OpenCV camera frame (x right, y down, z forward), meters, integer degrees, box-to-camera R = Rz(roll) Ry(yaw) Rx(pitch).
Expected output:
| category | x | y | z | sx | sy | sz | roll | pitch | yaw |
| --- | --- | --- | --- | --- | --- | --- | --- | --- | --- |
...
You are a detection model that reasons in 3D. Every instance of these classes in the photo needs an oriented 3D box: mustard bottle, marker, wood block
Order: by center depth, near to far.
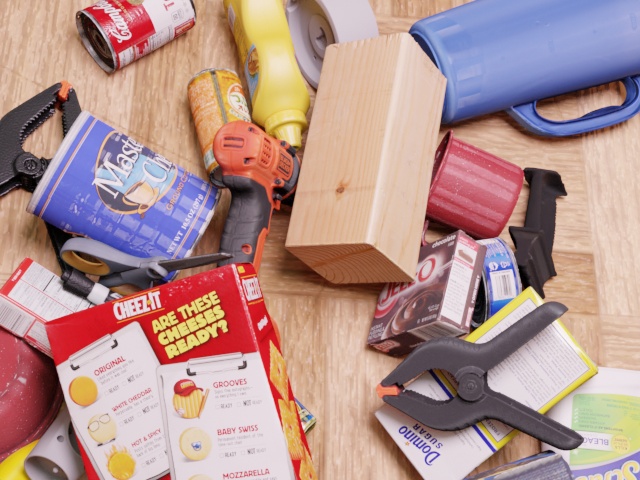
| category | x | y | z | sx | sy | sz | roll | pitch | yaw |
| --- | --- | --- | --- | --- | --- | --- | --- | --- | --- |
| marker | -0.175 | 0.060 | 0.942 | 0.121 | 0.020 | 0.020 | 32 | 63 | -16 |
| wood block | 0.044 | -0.073 | 0.971 | 0.091 | 0.090 | 0.206 | -3 | 65 | 33 |
| mustard bottle | -0.050 | -0.171 | 1.049 | 0.058 | 0.096 | 0.191 | -9 | 67 | -13 |

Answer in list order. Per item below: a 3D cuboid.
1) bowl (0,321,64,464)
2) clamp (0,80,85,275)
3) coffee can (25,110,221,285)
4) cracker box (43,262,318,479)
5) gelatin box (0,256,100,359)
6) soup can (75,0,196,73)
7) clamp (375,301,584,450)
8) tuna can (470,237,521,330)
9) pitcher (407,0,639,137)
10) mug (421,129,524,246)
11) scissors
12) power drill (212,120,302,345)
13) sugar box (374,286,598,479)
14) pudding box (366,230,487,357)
| category | x | y | z | sx | sy | sz | roll | pitch | yaw |
| --- | --- | --- | --- | --- | --- | --- | --- | --- | --- |
| bowl | -0.299 | 0.110 | 0.903 | 0.162 | 0.055 | 0.162 | 3 | 65 | -7 |
| clamp | -0.281 | -0.061 | 0.993 | 0.164 | 0.036 | 0.210 | 13 | 64 | -11 |
| coffee can | -0.173 | -0.036 | 0.945 | 0.140 | 0.103 | 0.102 | 30 | 63 | -11 |
| cracker box | -0.104 | 0.141 | 0.841 | 0.164 | 0.072 | 0.214 | -17 | 87 | 10 |
| gelatin box | -0.233 | 0.062 | 0.918 | 0.089 | 0.030 | 0.073 | 34 | 23 | -10 |
| soup can | -0.184 | -0.221 | 1.069 | 0.102 | 0.068 | 0.068 | -34 | 74 | -22 |
| clamp | 0.135 | 0.126 | 0.883 | 0.172 | 0.039 | 0.120 | -16 | 81 | 20 |
| tuna can | 0.154 | 0.041 | 0.985 | 0.033 | 0.086 | 0.086 | -8 | 66 | -11 |
| pitcher | 0.218 | -0.191 | 1.088 | 0.242 | 0.145 | 0.149 | -19 | 49 | -12 |
| mug | 0.138 | -0.037 | 1.025 | 0.081 | 0.093 | 0.117 | 23 | 94 | -2 |
| scissors | -0.154 | 0.014 | 0.889 | 0.096 | 0.202 | 0.016 | 34 | 60 | -18 |
| power drill | -0.056 | 0.001 | 0.950 | 0.057 | 0.184 | 0.187 | 3 | 81 | 19 |
| sugar box | 0.143 | 0.131 | 0.925 | 0.176 | 0.048 | 0.093 | -40 | 75 | 9 |
| pudding box | 0.094 | 0.050 | 0.957 | 0.039 | 0.114 | 0.090 | 29 | 61 | -24 |
